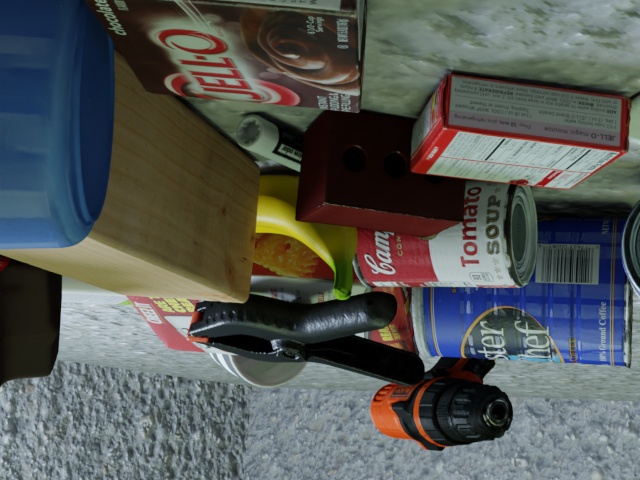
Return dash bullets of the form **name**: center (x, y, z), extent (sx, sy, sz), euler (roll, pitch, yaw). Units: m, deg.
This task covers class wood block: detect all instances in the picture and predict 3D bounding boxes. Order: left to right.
- **wood block**: center (-0.110, -0.027, 0.572), extent (0.091, 0.090, 0.206), euler (2, 169, 17)

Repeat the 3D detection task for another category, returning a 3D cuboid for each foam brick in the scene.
- **foam brick**: center (0.032, -0.035, 0.568), extent (0.078, 0.053, 0.051), euler (7, 169, -15)

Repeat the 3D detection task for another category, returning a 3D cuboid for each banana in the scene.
- **banana**: center (-0.042, -0.012, 0.683), extent (0.198, 0.069, 0.037), euler (10, 146, 46)

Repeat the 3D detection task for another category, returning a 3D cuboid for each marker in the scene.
- **marker**: center (-0.005, -0.046, 0.613), extent (0.020, 0.020, 0.120), euler (-2, 167, 34)

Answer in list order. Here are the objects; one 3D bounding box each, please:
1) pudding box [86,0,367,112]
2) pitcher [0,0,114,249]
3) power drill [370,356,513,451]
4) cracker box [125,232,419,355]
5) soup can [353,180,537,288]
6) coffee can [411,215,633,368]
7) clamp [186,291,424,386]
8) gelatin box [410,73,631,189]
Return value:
- **pudding box**: center (-0.029, -0.081, 0.388), extent (0.090, 0.039, 0.113), euler (5, 169, 3)
- **pitcher**: center (-0.202, -0.059, 0.394), extent (0.242, 0.149, 0.145), euler (2, 152, -3)
- **power drill**: center (0.135, 0.087, 0.839), extent (0.057, 0.187, 0.185), euler (52, 159, -9)
- **cracker box**: center (-0.034, 0.031, 0.812), extent (0.214, 0.072, 0.164), euler (3, 153, 13)
- **soup can**: center (0.077, -0.004, 0.665), extent (0.102, 0.068, 0.068), euler (-1, 168, 25)
- **coffee can**: center (0.142, 0.033, 0.734), extent (0.140, 0.103, 0.102), euler (1, 169, 17)
- **clamp**: center (-0.014, 0.060, 0.737), extent (0.171, 0.039, 0.120), euler (6, 147, 10)
- **gelatin box**: center (0.094, -0.051, 0.515), extent (0.089, 0.030, 0.073), euler (6, 168, -5)
